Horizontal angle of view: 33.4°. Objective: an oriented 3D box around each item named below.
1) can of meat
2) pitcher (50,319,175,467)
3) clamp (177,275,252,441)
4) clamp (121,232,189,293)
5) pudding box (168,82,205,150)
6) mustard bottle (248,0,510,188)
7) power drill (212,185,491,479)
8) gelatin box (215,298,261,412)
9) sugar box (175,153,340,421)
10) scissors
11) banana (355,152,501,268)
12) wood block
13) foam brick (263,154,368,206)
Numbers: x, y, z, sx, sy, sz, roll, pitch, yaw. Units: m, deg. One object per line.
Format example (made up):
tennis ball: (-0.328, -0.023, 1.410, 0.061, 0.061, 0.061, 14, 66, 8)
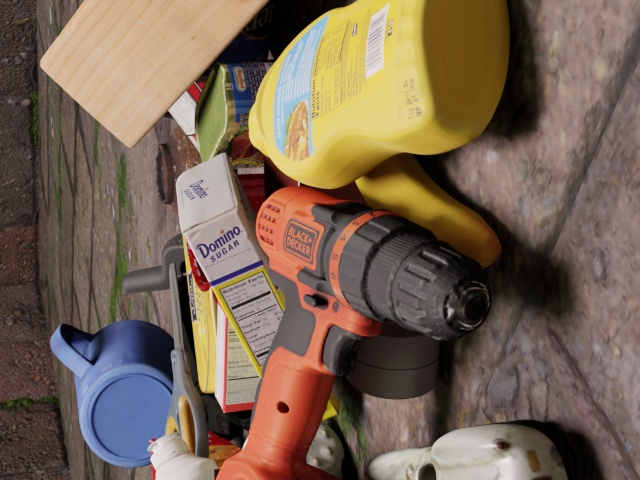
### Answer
can of meat: (-0.037, -0.088, 0.746, 0.102, 0.083, 0.057, 132, 131, -65)
pitcher: (-0.218, 0.163, 1.182, 0.243, 0.149, 0.145, -163, 64, -79)
clamp: (-0.111, 0.135, 1.054, 0.164, 0.036, 0.210, 62, 159, 17)
clamp: (-0.136, 0.036, 1.053, 0.172, 0.120, 0.039, 114, -178, -49)
pudding box: (-0.094, -0.109, 0.916, 0.090, 0.039, 0.114, 54, 165, -14)
mustard bottle: (0.015, -0.078, 0.561, 0.192, 0.058, 0.096, -17, 64, 56)
power drill: (0.009, 0.074, 0.544, 0.185, 0.057, 0.188, 27, 105, 60)
gelatin box: (-0.042, 0.084, 0.818, 0.030, 0.073, 0.089, -132, 41, -61)
sugar box: (-0.043, 0.037, 0.725, 0.176, 0.048, 0.093, 62, -177, -27)
scissors: (-0.129, 0.125, 0.955, 0.202, 0.016, 0.096, -108, 33, -40)
banana: (0.044, -0.042, 0.591, 0.070, 0.037, 0.198, 104, 153, -44)
wood block: (-0.091, -0.166, 0.717, 0.206, 0.090, 0.090, -38, 13, 42)
foam brick: (-0.002, -0.033, 0.708, 0.078, 0.051, 0.053, -165, 72, -70)
